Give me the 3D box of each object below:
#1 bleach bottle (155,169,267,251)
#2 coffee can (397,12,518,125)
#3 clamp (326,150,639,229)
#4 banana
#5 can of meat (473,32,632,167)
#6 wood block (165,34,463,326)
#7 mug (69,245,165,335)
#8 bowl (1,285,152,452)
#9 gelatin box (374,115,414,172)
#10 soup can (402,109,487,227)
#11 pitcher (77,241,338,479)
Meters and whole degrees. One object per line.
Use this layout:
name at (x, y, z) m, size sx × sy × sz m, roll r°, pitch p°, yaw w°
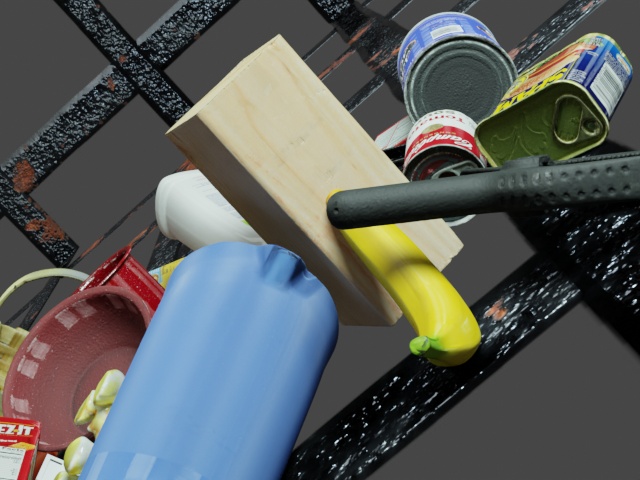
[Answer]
bleach bottle at (-0.056, 0.001, 0.951) m, size 0.102 × 0.068 × 0.251 m, roll -11°, pitch 25°, yaw -27°
coffee can at (0.126, -0.153, 0.999) m, size 0.103 × 0.102 × 0.140 m, roll -39°, pitch 14°, yaw 14°
clamp at (0.118, -0.032, 0.656) m, size 0.164 × 0.036 × 0.210 m, roll -13°, pitch 7°, yaw -41°
banana at (0.056, 0.026, 0.677) m, size 0.037 × 0.069 × 0.198 m, roll -42°, pitch 31°, yaw 6°
can of meat at (0.176, -0.101, 0.797) m, size 0.102 × 0.057 × 0.083 m, roll -28°, pitch 17°, yaw 45°
wood block at (-0.004, -0.039, 0.795) m, size 0.090 × 0.206 × 0.091 m, roll -47°, pitch 13°, yaw -18°
mug at (-0.198, 0.070, 1.047) m, size 0.117 × 0.081 × 0.093 m, roll -29°, pitch 20°, yaw 42°
bowl at (-0.201, 0.122, 0.946) m, size 0.162 × 0.055 × 0.162 m, roll -17°, pitch 50°, yaw 21°
gelatin box at (0.085, -0.098, 1.104) m, size 0.073 × 0.030 × 0.089 m, roll -32°, pitch 17°, yaw 32°
soup can at (0.101, -0.061, 0.862) m, size 0.069 × 0.068 × 0.102 m, roll -38°, pitch 14°, yaw 20°
pitcher at (-0.078, 0.125, 0.703) m, size 0.145 × 0.149 × 0.242 m, roll -10°, pitch 29°, yaw 20°
